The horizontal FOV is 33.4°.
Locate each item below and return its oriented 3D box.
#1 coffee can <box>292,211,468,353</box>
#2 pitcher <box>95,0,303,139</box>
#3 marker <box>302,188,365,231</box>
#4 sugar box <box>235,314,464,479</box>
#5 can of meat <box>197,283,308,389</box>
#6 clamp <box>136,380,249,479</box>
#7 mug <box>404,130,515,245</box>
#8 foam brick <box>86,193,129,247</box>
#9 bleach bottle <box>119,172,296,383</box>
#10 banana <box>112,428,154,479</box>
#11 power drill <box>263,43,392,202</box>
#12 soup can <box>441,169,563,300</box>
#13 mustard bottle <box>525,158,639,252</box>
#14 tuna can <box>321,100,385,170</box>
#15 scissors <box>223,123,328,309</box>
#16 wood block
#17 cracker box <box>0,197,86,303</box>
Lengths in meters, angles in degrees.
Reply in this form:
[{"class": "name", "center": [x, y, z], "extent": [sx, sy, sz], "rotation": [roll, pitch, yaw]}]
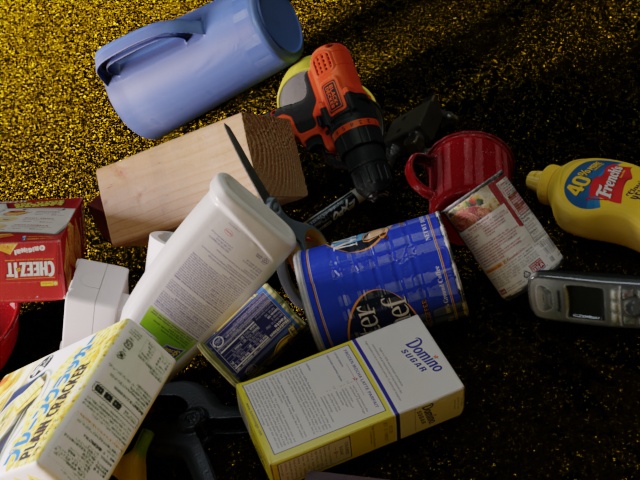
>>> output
[{"class": "coffee can", "center": [0.056, 0.041, 0.988], "extent": [0.140, 0.103, 0.103], "rotation": [-16, 37, 5]}, {"class": "pitcher", "center": [-0.151, -0.231, 1.335], "extent": [0.243, 0.145, 0.149], "rotation": [-21, 21, 30]}, {"class": "marker", "center": [0.022, -0.037, 1.171], "extent": [0.121, 0.020, 0.020], "rotation": [-35, 39, -19]}, {"class": "sugar box", "center": [0.025, 0.135, 0.909], "extent": [0.176, 0.048, 0.093], "rotation": [-18, 46, -13]}, {"class": "can of meat", "center": [-0.059, 0.088, 0.971], "extent": [0.084, 0.102, 0.057], "rotation": [-44, 84, -4]}, {"class": "clamp", "center": [-0.100, 0.165, 0.960], "extent": [0.120, 0.039, 0.172], "rotation": [-35, 46, -29]}, {"class": "mug", "center": [0.139, -0.053, 1.068], "extent": [0.117, 0.093, 0.081], "rotation": [21, 43, -14]}, {"class": "foam brick", "center": [-0.225, -0.039, 1.260], "extent": [0.051, 0.053, 0.078], "rotation": [18, 50, 39]}, {"class": "bleach bottle", "center": [-0.139, 0.060, 1.010], "extent": [0.251, 0.102, 0.068], "rotation": [-46, 14, 10]}, {"class": "banana", "center": [-0.135, 0.238, 0.870], "extent": [0.070, 0.037, 0.198], "rotation": [-49, 45, 8]}, {"class": "power drill", "center": [-0.017, -0.097, 1.165], "extent": [0.188, 0.057, 0.184], "rotation": [-28, 67, 28]}, {"class": "soup can", "center": [0.168, -0.004, 0.980], "extent": [0.068, 0.102, 0.068], "rotation": [-35, -2, -2]}, {"class": "mustard bottle", "center": [0.281, -0.037, 1.020], "extent": [0.192, 0.058, 0.096], "rotation": [20, 51, 41]}, {"class": "tuna can", "center": [0.038, -0.121, 1.215], "extent": [0.034, 0.086, 0.086], "rotation": [13, 48, 35]}, {"class": "scissors", "center": [-0.037, -0.031, 1.063], "extent": [0.016, 0.202, 0.096], "rotation": [-13, 11, 33]}, {"class": "wood block", "center": [-0.129, -0.061, 1.145], "extent": [0.206, 0.090, 0.090], "rotation": [-17, -7, 31]}, {"class": "cracker box", "center": [-0.346, 0.009, 1.155], "extent": [0.164, 0.072, 0.214], "rotation": [-3, 13, -6]}]
